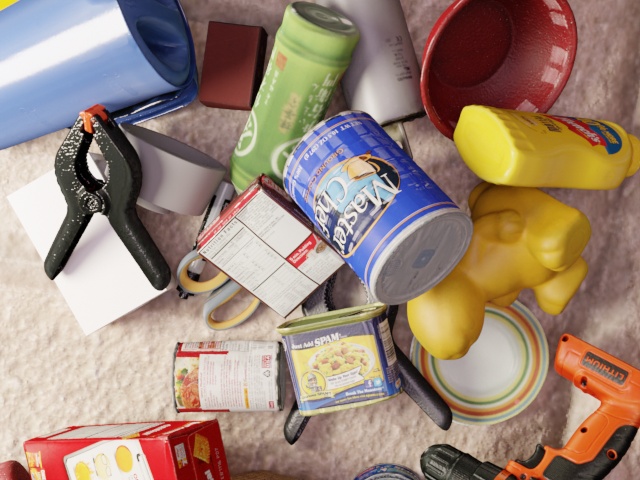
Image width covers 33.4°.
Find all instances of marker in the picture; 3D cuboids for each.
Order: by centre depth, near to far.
[{"bbox_3d":[-0.112,0.000,1.034,0.020,0.020,0.121,22,93,2],"label":"marker"}]

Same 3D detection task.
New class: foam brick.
[{"bbox_3d":[-0.082,-0.163,1.009,0.051,0.053,0.078,8,93,2],"label":"foam brick"}]

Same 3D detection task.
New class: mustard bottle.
[{"bbox_3d":[0.222,-0.081,0.967,0.191,0.096,0.058,2,119,-28],"label":"mustard bottle"}]

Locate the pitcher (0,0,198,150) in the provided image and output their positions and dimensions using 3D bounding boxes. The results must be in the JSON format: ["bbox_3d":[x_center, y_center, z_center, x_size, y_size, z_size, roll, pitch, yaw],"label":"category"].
[{"bbox_3d":[-0.239,-0.155,0.970,0.243,0.145,0.149,-19,100,19],"label":"pitcher"}]

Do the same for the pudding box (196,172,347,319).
[{"bbox_3d":[-0.043,0.006,0.976,0.113,0.039,0.090,40,111,-20],"label":"pudding box"}]

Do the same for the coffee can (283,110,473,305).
[{"bbox_3d":[0.047,-0.029,0.912,0.103,0.102,0.140,-42,58,4],"label":"coffee can"}]

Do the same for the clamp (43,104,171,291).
[{"bbox_3d":[-0.184,-0.031,0.937,0.120,0.039,0.171,10,116,4],"label":"clamp"}]

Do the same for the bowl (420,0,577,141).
[{"bbox_3d":[0.152,-0.169,0.973,0.162,0.055,0.162,-13,124,-19],"label":"bowl"}]

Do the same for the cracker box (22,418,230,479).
[{"bbox_3d":[-0.168,0.250,0.970,0.214,0.071,0.164,-11,92,40],"label":"cracker box"}]

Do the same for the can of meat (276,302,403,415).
[{"bbox_3d":[0.020,0.108,0.973,0.102,0.057,0.084,-12,93,16],"label":"can of meat"}]

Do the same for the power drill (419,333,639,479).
[{"bbox_3d":[0.205,0.181,0.959,0.185,0.057,0.187,28,77,26],"label":"power drill"}]

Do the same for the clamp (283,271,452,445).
[{"bbox_3d":[0.042,0.092,1.015,0.165,0.036,0.210,-1,90,14],"label":"clamp"}]

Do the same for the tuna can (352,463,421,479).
[{"bbox_3d":[0.065,0.261,1.028,0.086,0.033,0.086,0,92,3],"label":"tuna can"}]

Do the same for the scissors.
[{"bbox_3d":[-0.057,0.001,1.006,0.096,0.016,0.202,34,107,-21],"label":"scissors"}]

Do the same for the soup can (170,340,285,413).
[{"bbox_3d":[-0.086,0.129,1.014,0.102,0.068,0.068,-1,92,2],"label":"soup can"}]
